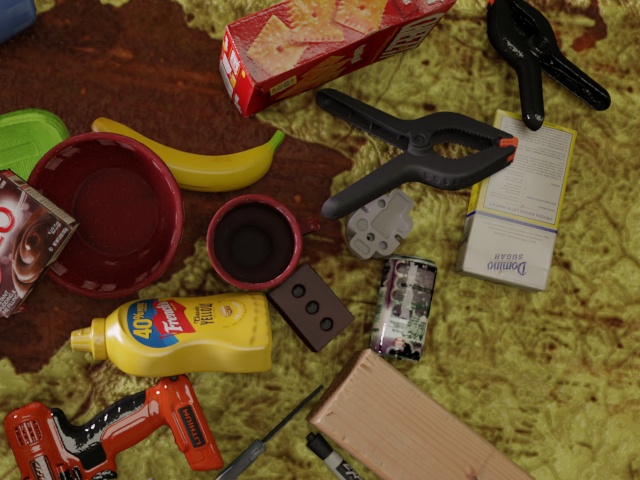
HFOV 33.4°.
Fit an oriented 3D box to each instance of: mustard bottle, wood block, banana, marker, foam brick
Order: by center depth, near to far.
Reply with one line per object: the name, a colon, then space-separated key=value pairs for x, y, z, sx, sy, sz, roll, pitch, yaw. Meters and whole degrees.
mustard bottle: x=-0.145 y=0.092 z=1.040 sx=0.191 sy=0.096 sz=0.058 roll=-3 pitch=125 yaw=-7
wood block: x=0.096 y=0.206 z=1.060 sx=0.206 sy=0.090 sz=0.090 roll=39 pitch=80 yaw=-2
foam brick: x=-0.011 y=0.069 z=1.079 sx=0.053 sy=0.051 sz=0.078 roll=-41 pitch=91 yaw=-9
marker: x=0.030 y=0.241 z=1.083 sx=0.020 sy=0.020 sz=0.121 roll=-44 pitch=91 yaw=-10
banana: x=-0.135 y=-0.084 z=1.089 sx=0.197 sy=0.037 sz=0.069 roll=4 pitch=66 yaw=-8

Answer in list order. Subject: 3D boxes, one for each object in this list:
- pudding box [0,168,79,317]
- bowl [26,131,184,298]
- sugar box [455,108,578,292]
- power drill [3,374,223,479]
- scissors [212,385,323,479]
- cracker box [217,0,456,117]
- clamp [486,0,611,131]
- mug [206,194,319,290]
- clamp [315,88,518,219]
pudding box: x=-0.296 y=0.002 z=1.009 sx=0.090 sy=0.039 sz=0.113 roll=37 pitch=97 yaw=-3
bowl: x=-0.209 y=-0.026 z=1.050 sx=0.162 sy=0.055 sz=0.162 roll=0 pitch=96 yaw=4
sugar box: x=0.205 y=-0.041 z=1.123 sx=0.093 sy=0.048 sz=0.176 roll=14 pitch=85 yaw=-4
power drill: x=-0.193 y=0.221 z=1.036 sx=0.187 sy=0.057 sz=0.184 roll=-21 pitch=93 yaw=-10
scissors: x=-0.069 y=0.211 z=1.040 sx=0.201 sy=0.096 sz=0.016 roll=-42 pitch=88 yaw=-6
cracker box: x=0.011 y=-0.201 z=1.054 sx=0.213 sy=0.164 sz=0.072 roll=-23 pitch=89 yaw=-9
clamp: x=0.236 y=-0.195 z=1.135 sx=0.120 sy=0.039 sz=0.171 roll=-6 pitch=68 yaw=-35
mug: x=-0.057 y=0.001 z=1.065 sx=0.117 sy=0.081 sz=0.093 roll=-22 pitch=87 yaw=-9
clamp: x=0.093 y=-0.099 z=1.085 sx=0.210 sy=0.036 sz=0.164 roll=-6 pitch=55 yaw=-7
